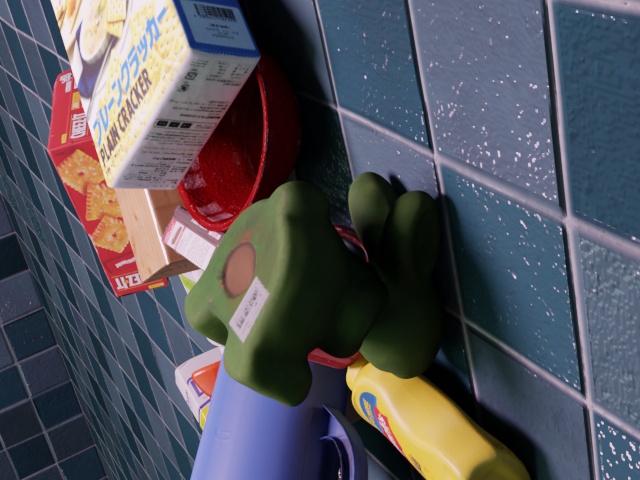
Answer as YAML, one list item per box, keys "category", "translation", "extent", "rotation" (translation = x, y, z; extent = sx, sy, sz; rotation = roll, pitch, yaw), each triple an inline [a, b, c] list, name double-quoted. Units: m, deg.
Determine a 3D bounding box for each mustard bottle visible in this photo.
- category: "mustard bottle"
  translation: [0.074, 0.135, 0.788]
  extent: [0.192, 0.058, 0.096]
  rotation: [42, 167, 49]

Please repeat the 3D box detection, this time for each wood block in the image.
- category: "wood block"
  translation: [-0.144, -0.076, 0.999]
  extent: [0.090, 0.090, 0.206]
  rotation: [-30, 76, 63]

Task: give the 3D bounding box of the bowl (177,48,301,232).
- category: "bowl"
  translation: [-0.061, -0.088, 0.844]
  extent: [0.162, 0.055, 0.162]
  rotation: [6, 97, 57]

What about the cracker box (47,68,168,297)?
- category: "cracker box"
  translation: [-0.236, -0.069, 1.203]
  extent: [0.164, 0.072, 0.213]
  rotation: [-102, -2, -50]

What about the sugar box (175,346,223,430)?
- category: "sugar box"
  translation: [-0.085, 0.199, 1.201]
  extent: [0.176, 0.093, 0.048]
  rotation: [55, 156, 27]

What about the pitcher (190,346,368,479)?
- category: "pitcher"
  translation: [-0.035, 0.182, 0.890]
  extent: [0.145, 0.149, 0.243]
  rotation: [103, 177, -75]

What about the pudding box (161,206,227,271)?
- category: "pudding box"
  translation: [-0.065, 0.016, 0.903]
  extent: [0.113, 0.039, 0.090]
  rotation: [26, -179, -38]
